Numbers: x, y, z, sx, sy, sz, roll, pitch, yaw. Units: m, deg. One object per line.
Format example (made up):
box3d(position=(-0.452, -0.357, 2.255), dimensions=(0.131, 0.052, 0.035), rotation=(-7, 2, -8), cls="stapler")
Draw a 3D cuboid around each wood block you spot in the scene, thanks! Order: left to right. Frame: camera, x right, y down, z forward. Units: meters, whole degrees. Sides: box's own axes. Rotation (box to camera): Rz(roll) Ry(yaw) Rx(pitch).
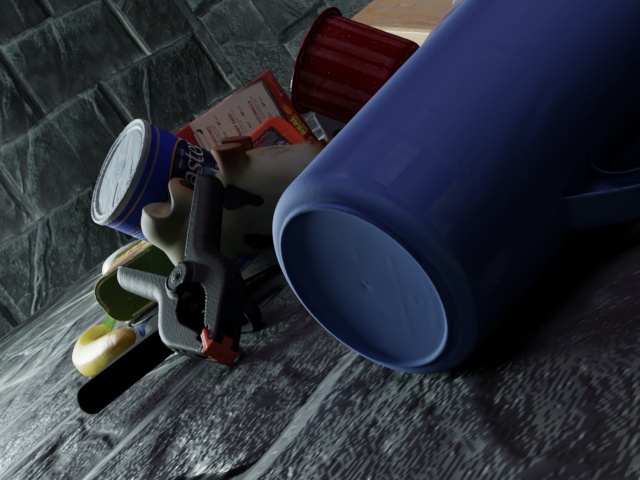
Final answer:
box3d(position=(0.124, -0.206, 1.098), dimensions=(0.090, 0.090, 0.206), rotation=(-41, 26, -13), cls="wood block")

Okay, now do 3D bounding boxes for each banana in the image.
box3d(position=(-0.229, 0.110, 1.108), dimensions=(0.069, 0.037, 0.198), rotation=(-64, 17, -5), cls="banana")

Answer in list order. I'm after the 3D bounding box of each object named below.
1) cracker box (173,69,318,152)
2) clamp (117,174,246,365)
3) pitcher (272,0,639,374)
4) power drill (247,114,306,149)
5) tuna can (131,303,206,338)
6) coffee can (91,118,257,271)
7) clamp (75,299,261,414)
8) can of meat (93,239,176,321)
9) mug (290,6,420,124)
box3d(position=(-0.106, -0.094, 1.371), dimensions=(0.213, 0.164, 0.072), rotation=(-39, 8, -27), cls="cracker box")
box3d(position=(-0.093, 0.024, 0.811), dimensions=(0.120, 0.039, 0.172), rotation=(-57, 40, 11), cls="clamp")
box3d(position=(0.096, -0.048, 0.515), dimensions=(0.242, 0.145, 0.149), rotation=(-45, 1, -34), cls="pitcher")
box3d(position=(-0.083, -0.051, 1.229), dimensions=(0.184, 0.057, 0.188), rotation=(-47, -8, -19), cls="power drill")
box3d(position=(-0.140, 0.070, 1.044), dimensions=(0.086, 0.034, 0.086), rotation=(-34, 8, 6), cls="tuna can")
box3d(position=(-0.126, -0.039, 0.992), dimensions=(0.103, 0.140, 0.103), rotation=(-40, 37, 40), cls="coffee can")
box3d(position=(-0.105, 0.068, 0.907), dimensions=(0.165, 0.036, 0.210), rotation=(-26, 10, 16), cls="clamp")
box3d(position=(-0.172, 0.031, 1.071), dimensions=(0.102, 0.057, 0.084), rotation=(-34, 11, 12), cls="can of meat")
box3d(position=(0.037, -0.137, 0.890), dimensions=(0.117, 0.081, 0.093), rotation=(-19, -51, -67), cls="mug")
